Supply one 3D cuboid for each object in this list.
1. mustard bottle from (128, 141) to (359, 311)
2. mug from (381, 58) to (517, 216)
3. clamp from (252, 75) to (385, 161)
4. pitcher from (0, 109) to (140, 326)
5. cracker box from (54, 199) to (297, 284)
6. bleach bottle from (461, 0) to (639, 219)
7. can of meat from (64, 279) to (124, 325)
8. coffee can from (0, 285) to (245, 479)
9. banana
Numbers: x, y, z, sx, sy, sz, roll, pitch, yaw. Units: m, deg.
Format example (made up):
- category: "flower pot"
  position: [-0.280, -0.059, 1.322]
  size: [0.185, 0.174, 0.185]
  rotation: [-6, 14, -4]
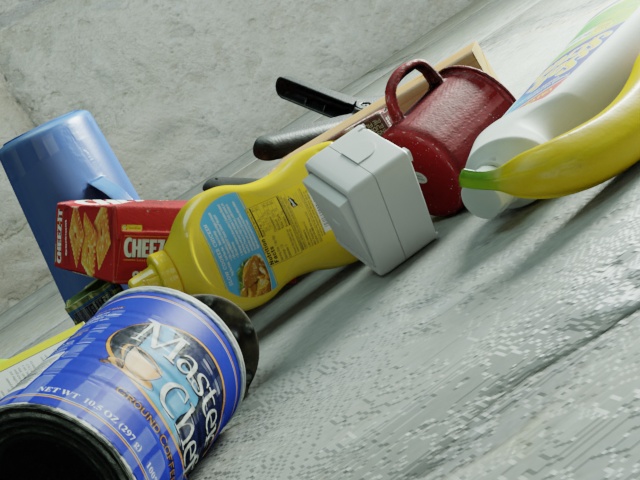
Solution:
- category: "mustard bottle"
  position: [-0.055, 0.001, 0.813]
  size: [0.191, 0.096, 0.058]
  rotation: [-24, 4, -19]
- category: "mug"
  position: [0.090, -0.081, 0.805]
  size: [0.081, 0.117, 0.093]
  rotation: [-44, 18, -30]
- category: "clamp"
  position: [0.040, -0.125, 1.072]
  size: [0.210, 0.036, 0.164]
  rotation: [0, 33, -1]
- category: "pitcher"
  position: [-0.240, -0.014, 1.146]
  size: [0.149, 0.243, 0.145]
  rotation: [-24, 9, 10]
- category: "cracker box"
  position: [-0.137, -0.002, 0.964]
  size: [0.164, 0.072, 0.214]
  rotation: [1, 3, -26]
- category: "bleach bottle"
  position: [0.179, -0.095, 0.739]
  size: [0.250, 0.068, 0.103]
  rotation: [-43, 12, -37]
- category: "can of meat"
  position: [-0.195, 0.080, 1.002]
  size: [0.057, 0.084, 0.102]
  rotation: [-34, 9, -8]
- category: "coffee can"
  position: [-0.112, 0.099, 0.576]
  size: [0.103, 0.103, 0.140]
  rotation: [-28, 11, 26]
- category: "banana"
  position: [0.175, -0.073, 0.651]
  size: [0.197, 0.037, 0.070]
  rotation: [-32, 52, -28]
